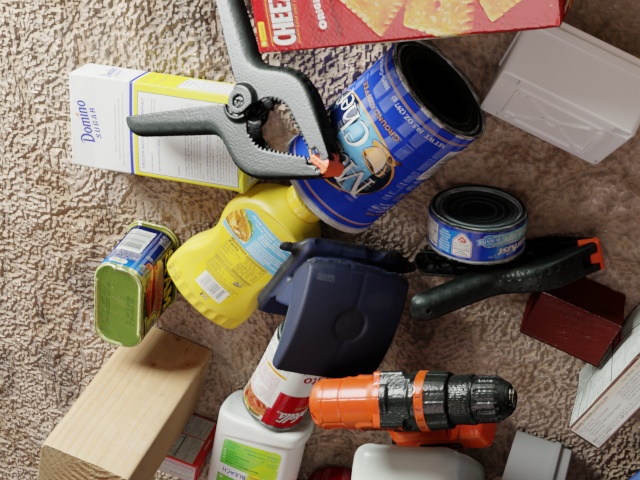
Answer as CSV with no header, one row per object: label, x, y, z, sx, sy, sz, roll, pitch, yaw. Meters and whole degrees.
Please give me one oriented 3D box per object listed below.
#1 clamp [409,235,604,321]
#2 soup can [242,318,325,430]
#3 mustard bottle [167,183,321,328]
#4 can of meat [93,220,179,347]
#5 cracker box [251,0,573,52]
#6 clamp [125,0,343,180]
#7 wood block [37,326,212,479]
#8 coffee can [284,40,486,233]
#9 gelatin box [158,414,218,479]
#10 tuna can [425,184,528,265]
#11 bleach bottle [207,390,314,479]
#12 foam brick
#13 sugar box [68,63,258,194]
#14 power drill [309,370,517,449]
clamp,0.157,0.023,0.936,0.171,0.120,0.039,-11,115,2
soup can,-0.030,0.133,1.076,0.068,0.068,0.102,29,125,1
mustard bottle,-0.056,0.001,1.010,0.096,0.058,0.192,47,124,-6
can of meat,-0.185,0.045,1.069,0.057,0.083,0.102,15,124,11
cracker box,0.076,-0.196,0.776,0.214,0.164,0.072,0,113,20
clamp,-0.058,-0.123,0.883,0.210,0.036,0.165,32,103,28
wood block,-0.197,0.186,1.084,0.090,0.205,0.091,21,125,6
coffee can,0.052,-0.086,0.890,0.103,0.102,0.141,44,124,-9
gelatin box,-0.162,0.221,1.174,0.089,0.073,0.030,17,124,9
tuna can,0.134,-0.015,0.915,0.086,0.086,0.034,9,121,15
bleach bottle,-0.076,0.291,1.166,0.103,0.068,0.251,16,115,13
foam brick,0.224,0.066,0.950,0.078,0.053,0.051,25,125,5
sugar box,-0.143,-0.105,0.984,0.176,0.048,0.093,12,116,16
power drill,0.104,0.155,0.981,0.185,0.057,0.187,-3,162,23
